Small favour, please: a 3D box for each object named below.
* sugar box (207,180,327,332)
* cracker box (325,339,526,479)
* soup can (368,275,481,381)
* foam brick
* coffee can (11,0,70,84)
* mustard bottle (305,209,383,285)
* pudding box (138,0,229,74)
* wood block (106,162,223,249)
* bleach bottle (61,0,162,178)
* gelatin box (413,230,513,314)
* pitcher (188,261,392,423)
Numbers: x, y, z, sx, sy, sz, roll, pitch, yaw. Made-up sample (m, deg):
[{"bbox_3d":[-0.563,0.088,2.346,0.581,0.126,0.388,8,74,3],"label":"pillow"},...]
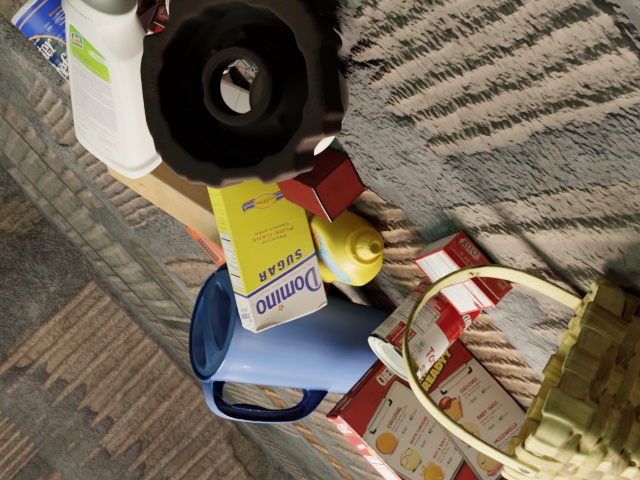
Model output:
[{"bbox_3d":[-0.057,0.001,1.149,0.048,0.093,0.176,10,117,64],"label":"sugar box"},{"bbox_3d":[0.138,0.218,1.218,0.213,0.164,0.072,46,162,-3],"label":"cracker box"},{"bbox_3d":[0.106,0.085,1.085,0.068,0.102,0.068,41,163,15],"label":"soup can"},{"bbox_3d":[-0.005,-0.063,1.086,0.078,0.053,0.051,29,158,45],"label":"foam brick"},{"bbox_3d":[-0.272,-0.234,1.239,0.140,0.102,0.103,49,164,-13],"label":"coffee can"},{"bbox_3d":[0.019,0.005,1.182,0.096,0.058,0.192,56,162,-14],"label":"mustard bottle"},{"bbox_3d":[-0.141,-0.197,1.072,0.090,0.039,0.114,27,169,-21],"label":"pudding box"},{"bbox_3d":[-0.151,-0.076,1.288,0.206,0.090,0.090,33,159,10],"label":"wood block"},{"bbox_3d":[-0.200,-0.171,1.036,0.103,0.068,0.251,34,150,14],"label":"bleach bottle"},{"bbox_3d":[0.134,0.031,1.014,0.073,0.030,0.089,48,164,-3],"label":"gelatin box"},{"bbox_3d":[-0.028,0.128,1.275,0.242,0.149,0.145,13,-148,-26],"label":"pitcher"}]
